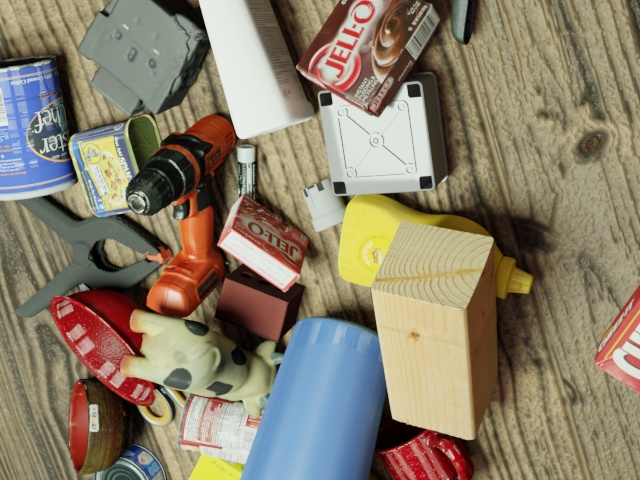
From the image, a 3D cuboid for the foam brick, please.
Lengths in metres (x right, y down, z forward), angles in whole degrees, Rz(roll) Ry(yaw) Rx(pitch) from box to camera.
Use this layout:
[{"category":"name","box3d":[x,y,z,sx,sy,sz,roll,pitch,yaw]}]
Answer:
[{"category":"foam brick","box3d":[-0.065,0.066,1.155,0.078,0.053,0.051,20,114,14]}]

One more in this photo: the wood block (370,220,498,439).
[{"category":"wood block","box3d":[0.114,0.090,1.019,0.091,0.090,0.206,12,141,21]}]

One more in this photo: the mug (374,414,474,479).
[{"category":"mug","box3d":[0.114,0.225,1.109,0.081,0.093,0.117,59,153,-11]}]

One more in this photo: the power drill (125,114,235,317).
[{"category":"power drill","box3d":[-0.142,-0.018,1.094,0.057,0.184,0.188,17,123,16]}]

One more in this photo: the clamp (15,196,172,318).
[{"category":"clamp","box3d":[-0.272,0.023,1.230,0.210,0.036,0.164,9,106,16]}]

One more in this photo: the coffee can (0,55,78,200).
[{"category":"coffee can","box3d":[-0.328,-0.124,1.166,0.103,0.102,0.140,0,108,22]}]

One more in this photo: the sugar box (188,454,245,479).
[{"category":"sugar box","box3d":[-0.126,0.325,1.274,0.093,0.048,0.176,32,116,9]}]

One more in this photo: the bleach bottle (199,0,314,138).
[{"category":"bleach bottle","box3d":[-0.081,-0.229,1.043,0.068,0.102,0.251,-16,95,17]}]

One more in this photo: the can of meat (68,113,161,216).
[{"category":"can of meat","box3d":[-0.217,-0.079,1.163,0.084,0.057,0.102,-9,104,27]}]

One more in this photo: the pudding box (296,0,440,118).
[{"category":"pudding box","box3d":[0.045,-0.183,0.993,0.090,0.039,0.113,33,88,29]}]

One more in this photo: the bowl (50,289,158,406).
[{"category":"bowl","box3d":[-0.227,0.109,1.195,0.162,0.055,0.162,31,147,23]}]

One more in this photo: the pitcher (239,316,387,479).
[{"category":"pitcher","box3d":[-0.010,0.208,1.088,0.149,0.145,0.242,7,69,26]}]

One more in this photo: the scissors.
[{"category":"scissors","box3d":[-0.227,0.145,1.268,0.202,0.016,0.096,37,116,6]}]

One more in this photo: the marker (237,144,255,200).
[{"category":"marker","box3d":[-0.079,-0.042,1.141,0.020,0.020,0.121,8,111,19]}]

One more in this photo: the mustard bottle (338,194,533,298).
[{"category":"mustard bottle","box3d":[0.116,0.018,1.060,0.192,0.058,0.096,16,121,16]}]

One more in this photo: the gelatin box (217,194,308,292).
[{"category":"gelatin box","box3d":[-0.057,0.001,1.104,0.089,0.073,0.030,35,120,-13]}]

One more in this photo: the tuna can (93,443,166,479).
[{"category":"tuna can","box3d":[-0.235,0.295,1.314,0.086,0.033,0.086,7,111,20]}]

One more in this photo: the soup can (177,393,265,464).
[{"category":"soup can","box3d":[-0.103,0.213,1.204,0.102,0.068,0.068,11,112,8]}]
